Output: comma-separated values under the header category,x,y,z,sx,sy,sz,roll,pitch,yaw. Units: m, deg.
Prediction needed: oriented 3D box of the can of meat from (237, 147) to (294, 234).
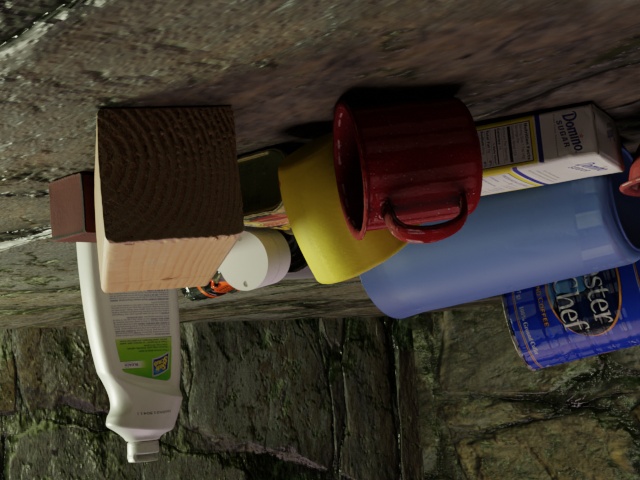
category,x,y,z,sx,sy,sz,roll,pitch,yaw
can of meat,-0.030,-0.041,0.877,0.083,0.057,0.102,6,168,-44

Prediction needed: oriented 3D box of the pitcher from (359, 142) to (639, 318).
category,x,y,z,sx,sy,sz,roll,pitch,yaw
pitcher,0.164,-0.011,0.956,0.243,0.145,0.149,-12,-156,34

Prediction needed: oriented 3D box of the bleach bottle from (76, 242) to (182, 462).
category,x,y,z,sx,sy,sz,roll,pitch,yaw
bleach bottle,-0.190,0.092,1.058,0.102,0.251,0.068,-1,172,-23

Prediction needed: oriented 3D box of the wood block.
category,x,y,z,sx,sy,sz,roll,pitch,yaw
wood block,-0.117,-0.023,0.778,0.090,0.090,0.206,-4,169,-13

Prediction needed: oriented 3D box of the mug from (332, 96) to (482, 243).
category,x,y,z,sx,sy,sz,roll,pitch,yaw
mug,0.060,-0.043,0.702,0.081,0.117,0.093,-8,133,-9

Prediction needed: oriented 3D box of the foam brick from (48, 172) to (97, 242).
category,x,y,z,sx,sy,sz,roll,pitch,yaw
foam brick,-0.185,-0.027,0.914,0.053,0.051,0.078,-12,170,42

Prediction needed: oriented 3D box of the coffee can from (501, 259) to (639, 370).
category,x,y,z,sx,sy,sz,roll,pitch,yaw
coffee can,0.257,0.059,1.021,0.140,0.103,0.102,-18,168,23

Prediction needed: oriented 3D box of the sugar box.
category,x,y,z,sx,sy,sz,roll,pitch,yaw
sugar box,0.139,-0.064,0.834,0.176,0.048,0.093,-12,171,25
